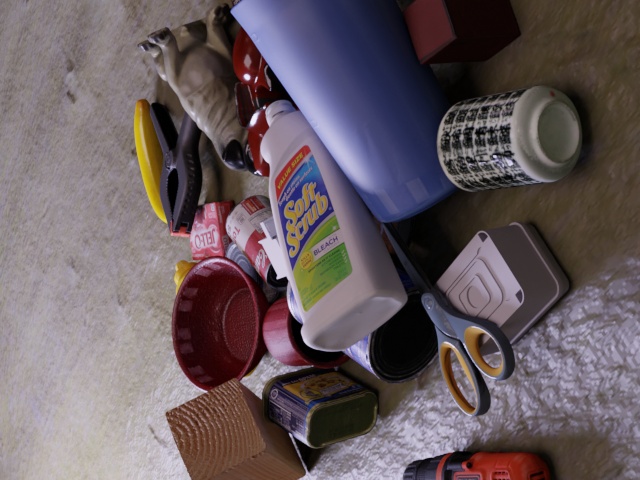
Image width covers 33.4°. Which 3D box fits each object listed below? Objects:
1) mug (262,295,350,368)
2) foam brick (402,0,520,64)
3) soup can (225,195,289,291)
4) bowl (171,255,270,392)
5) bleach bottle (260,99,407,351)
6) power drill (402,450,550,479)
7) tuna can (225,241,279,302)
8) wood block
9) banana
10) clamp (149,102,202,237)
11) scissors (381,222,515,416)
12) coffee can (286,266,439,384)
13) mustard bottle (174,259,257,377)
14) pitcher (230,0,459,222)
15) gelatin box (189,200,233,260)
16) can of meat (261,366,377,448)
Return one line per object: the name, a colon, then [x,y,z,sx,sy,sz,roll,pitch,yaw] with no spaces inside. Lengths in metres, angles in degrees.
mug: [-0.010,0.086,1.182,0.082,0.093,0.117,-19,51,61]
foam brick: [0.121,-0.186,0.914,0.053,0.078,0.051,-31,72,52]
soup can: [-0.058,0.002,1.238,0.102,0.068,0.069,48,135,38]
bowl: [-0.107,0.100,1.266,0.162,0.055,0.162,-5,82,45]
bleach bottle: [-0.007,-0.027,1.012,0.103,0.068,0.251,-40,56,27]
power drill: [0.154,0.292,1.006,0.185,0.057,0.187,-21,81,56]
tuna can: [-0.084,0.037,1.315,0.086,0.033,0.086,20,115,53]
wood block: [-0.093,0.238,1.233,0.090,0.091,0.206,63,-179,23]
banana: [-0.226,-0.099,1.487,0.070,0.037,0.198,-48,57,54]
clamp: [-0.188,-0.109,1.407,0.165,0.036,0.210,-6,81,59]
scissors: [0.113,0.054,0.938,0.096,0.016,0.202,-38,67,51]
coffee can: [0.046,0.067,1.068,0.140,0.102,0.103,31,123,49]
mustard bottle: [-0.140,0.087,1.390,0.192,0.058,0.096,47,133,39]
pitcher: [0.034,-0.141,0.961,0.145,0.149,0.243,-27,100,29]
gelatin box: [-0.141,-0.012,1.391,0.089,0.030,0.073,-4,95,57]
can of meat: [0.001,0.181,1.169,0.084,0.101,0.057,22,115,50]
